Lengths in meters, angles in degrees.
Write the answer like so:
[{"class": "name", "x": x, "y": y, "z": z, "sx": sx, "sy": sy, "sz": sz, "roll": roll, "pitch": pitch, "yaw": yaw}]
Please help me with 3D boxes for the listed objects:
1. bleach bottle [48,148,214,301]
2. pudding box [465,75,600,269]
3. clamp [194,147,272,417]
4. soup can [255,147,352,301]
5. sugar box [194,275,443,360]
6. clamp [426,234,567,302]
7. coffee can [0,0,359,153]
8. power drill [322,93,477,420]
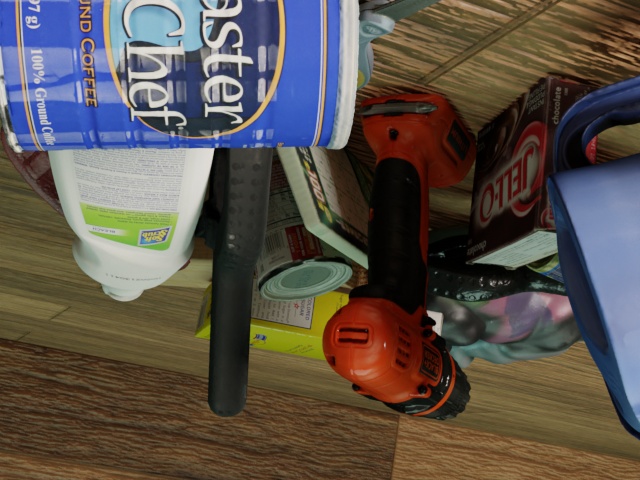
[{"class": "bleach bottle", "x": -0.116, "y": -0.043, "z": 0.621, "sx": 0.102, "sy": 0.068, "sz": 0.251, "roll": 10, "pitch": 144, "yaw": -8}, {"class": "pudding box", "x": 0.125, "y": -0.036, "z": 0.635, "sx": 0.039, "sy": 0.090, "sz": 0.114, "roll": 10, "pitch": 167, "yaw": -9}, {"class": "clamp", "x": -0.054, "y": 0.001, "z": 0.664, "sx": 0.036, "sy": 0.164, "sz": 0.210, "roll": -1, "pitch": 146, "yaw": -13}, {"class": "soup can", "x": -0.021, "y": -0.017, "z": 0.743, "sx": 0.068, "sy": 0.102, "sz": 0.068, "roll": -12, "pitch": 157, "yaw": -5}, {"class": "sugar box", "x": -0.003, "y": 0.067, "z": 0.841, "sx": 0.176, "sy": 0.048, "sz": 0.093, "roll": 14, "pitch": 163, "yaw": -14}, {"class": "clamp", "x": 0.148, "y": 0.014, "z": 0.806, "sx": 0.171, "sy": 0.039, "sz": 0.120, "roll": 2, "pitch": -162, "yaw": 7}, {"class": "coffee can", "x": -0.060, "y": -0.089, "z": 0.454, "sx": 0.140, "sy": 0.103, "sz": 0.103, "roll": -1, "pitch": 167, "yaw": -6}, {"class": "power drill", "x": 0.062, "y": 0.015, "z": 0.676, "sx": 0.057, "sy": 0.187, "sz": 0.184, "roll": -1, "pitch": 162, "yaw": 22}]
